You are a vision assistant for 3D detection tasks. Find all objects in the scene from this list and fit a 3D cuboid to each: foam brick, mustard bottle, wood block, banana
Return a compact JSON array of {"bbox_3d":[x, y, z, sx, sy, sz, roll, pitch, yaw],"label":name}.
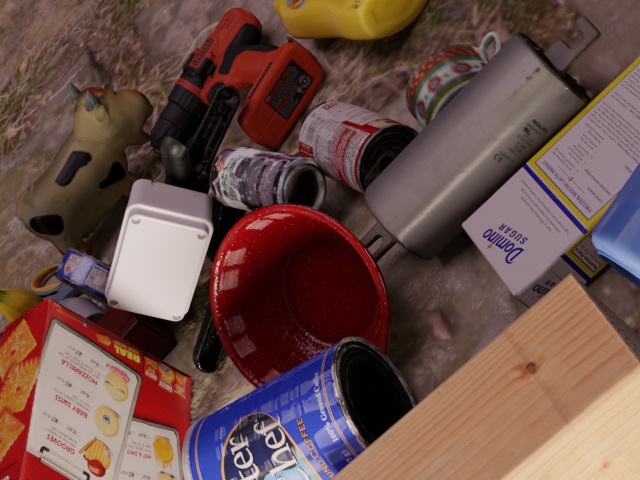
[{"bbox_3d":[-0.185,0.100,1.011,0.078,0.051,0.053,-46,38,9],"label":"foam brick"},{"bbox_3d":[0.014,-0.236,1.060,0.096,0.058,0.192,-44,32,-23],"label":"mustard bottle"},{"bbox_3d":[0.112,0.132,0.638,0.206,0.090,0.091,-43,37,13],"label":"wood block"},{"bbox_3d":[-0.318,0.067,1.125,0.037,0.069,0.198,-51,7,-15],"label":"banana"}]

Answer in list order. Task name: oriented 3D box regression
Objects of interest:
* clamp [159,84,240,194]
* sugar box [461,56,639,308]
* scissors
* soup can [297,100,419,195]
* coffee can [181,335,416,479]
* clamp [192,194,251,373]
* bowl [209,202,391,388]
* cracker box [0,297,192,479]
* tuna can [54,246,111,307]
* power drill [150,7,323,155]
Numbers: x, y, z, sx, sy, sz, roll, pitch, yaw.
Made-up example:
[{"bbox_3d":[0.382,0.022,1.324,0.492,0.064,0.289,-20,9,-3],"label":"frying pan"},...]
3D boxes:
[{"bbox_3d":[-0.122,-0.068,1.028,0.120,0.039,0.172,-47,-14,-37],"label":"clamp"},{"bbox_3d":[0.188,-0.037,0.732,0.176,0.048,0.093,-46,36,15],"label":"sugar box"},{"bbox_3d":[-0.264,0.059,1.156,0.202,0.016,0.096,-2,61,46],"label":"scissors"},{"bbox_3d":[0.033,-0.077,0.908,0.068,0.068,0.102,-55,37,-3],"label":"soup can"},{"bbox_3d":[-0.012,0.143,0.749,0.140,0.102,0.103,-32,42,25],"label":"coffee can"},{"bbox_3d":[-0.056,0.001,0.965,0.165,0.036,0.210,-34,41,23],"label":"clamp"},{"bbox_3d":[-0.006,0.046,0.822,0.162,0.055,0.162,9,107,30],"label":"bowl"},{"bbox_3d":[-0.188,0.177,0.858,0.072,0.164,0.213,-31,42,29],"label":"cracker box"},{"bbox_3d":[-0.221,0.041,1.068,0.086,0.086,0.033,15,74,51],"label":"tuna can"},{"bbox_3d":[-0.092,-0.153,1.112,0.188,0.057,0.184,28,86,52],"label":"power drill"}]
